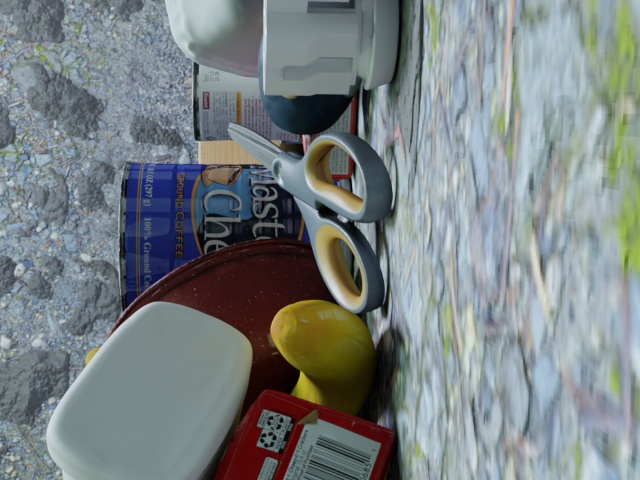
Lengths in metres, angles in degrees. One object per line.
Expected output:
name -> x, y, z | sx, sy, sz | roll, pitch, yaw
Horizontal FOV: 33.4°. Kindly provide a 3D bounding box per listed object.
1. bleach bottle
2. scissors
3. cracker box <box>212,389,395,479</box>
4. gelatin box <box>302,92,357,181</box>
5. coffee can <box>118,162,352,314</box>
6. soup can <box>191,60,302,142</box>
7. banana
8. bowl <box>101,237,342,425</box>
bleach bottle -> -0.086, 0.147, 0.547 | 0.251, 0.068, 0.102 | 101, -165, -45
scissors -> -0.010, -0.017, 0.560 | 0.202, 0.016, 0.096 | -169, 68, -68
cracker box -> -0.032, 0.187, 0.519 | 0.214, 0.072, 0.164 | 99, -168, -62
gelatin box -> 0.004, -0.089, 0.654 | 0.073, 0.030, 0.089 | -99, 10, -67
coffee can -> -0.054, 0.001, 0.686 | 0.103, 0.140, 0.103 | 180, 90, -85
soup can -> -0.041, -0.104, 0.776 | 0.068, 0.102, 0.068 | 180, 91, -86
banana -> -0.003, 0.073, 0.530 | 0.037, 0.069, 0.198 | 48, 153, 18
bowl -> -0.043, 0.076, 0.610 | 0.055, 0.162, 0.162 | 56, 154, 38
